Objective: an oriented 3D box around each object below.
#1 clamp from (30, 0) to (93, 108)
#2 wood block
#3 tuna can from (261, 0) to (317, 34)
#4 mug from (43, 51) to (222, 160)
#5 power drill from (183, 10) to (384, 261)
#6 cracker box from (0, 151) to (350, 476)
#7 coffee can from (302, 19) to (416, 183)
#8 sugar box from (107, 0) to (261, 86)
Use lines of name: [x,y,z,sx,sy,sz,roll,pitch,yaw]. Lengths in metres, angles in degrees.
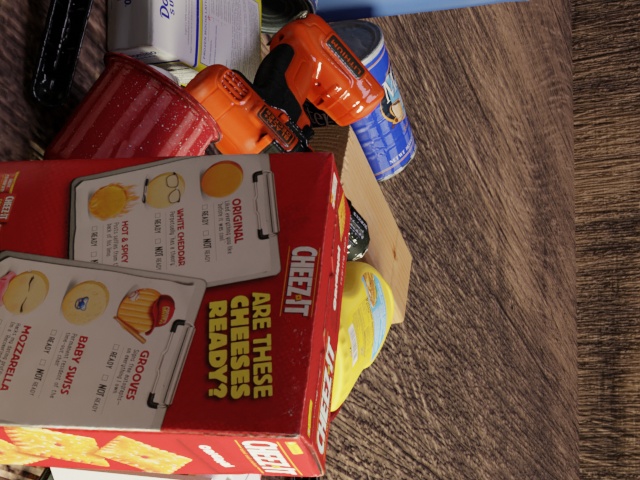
clamp: [-0.149,-0.198,0.687,0.036,0.165,0.210,16,43,-26]
wood block: [0.016,-0.009,1.052,0.206,0.090,0.090,61,31,-46]
tuna can: [-0.044,-0.219,0.949,0.086,0.086,0.033,45,46,-58]
mug: [-0.115,-0.054,0.693,0.117,0.093,0.081,40,76,-25]
power drill: [-0.009,-0.091,0.851,0.184,0.057,0.187,48,34,-13]
cracker box: [-0.098,0.039,0.583,0.072,0.214,0.164,67,26,-58]
coffee can: [0.033,-0.141,1.104,0.102,0.103,0.140,-71,149,-45]
sugar box: [-0.104,-0.173,0.846,0.176,0.048,0.093,14,74,-64]
